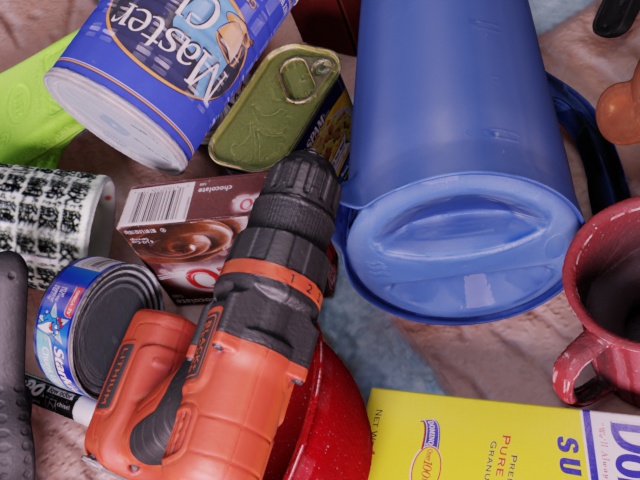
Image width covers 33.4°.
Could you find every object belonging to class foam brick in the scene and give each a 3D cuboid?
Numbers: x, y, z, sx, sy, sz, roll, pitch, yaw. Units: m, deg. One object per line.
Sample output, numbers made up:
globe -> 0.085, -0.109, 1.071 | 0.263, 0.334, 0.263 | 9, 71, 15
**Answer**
foam brick -> 0.010, -0.183, 0.774 | 0.051, 0.078, 0.053 | 18, 61, 31

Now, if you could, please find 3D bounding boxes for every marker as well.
marker -> -0.186, 0.095, 0.686 | 0.121, 0.020, 0.020 | 14, 62, 28

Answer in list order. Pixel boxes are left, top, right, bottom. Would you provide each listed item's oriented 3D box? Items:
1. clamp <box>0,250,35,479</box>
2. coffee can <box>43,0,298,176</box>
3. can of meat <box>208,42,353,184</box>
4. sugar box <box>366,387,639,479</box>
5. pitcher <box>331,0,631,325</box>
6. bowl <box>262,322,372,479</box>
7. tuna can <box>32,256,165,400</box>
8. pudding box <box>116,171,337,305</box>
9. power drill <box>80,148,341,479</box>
clamp -> -0.189, 0.090, 0.630 | 0.039, 0.120, 0.171 | -6, 72, -24
coffee can -> -0.092, -0.127, 0.672 | 0.103, 0.102, 0.140 | 24, 75, 33
can of meat -> -0.016, -0.061, 0.692 | 0.058, 0.084, 0.102 | 16, 63, 29
sugar box -> 0.103, 0.130, 0.534 | 0.176, 0.048, 0.093 | 1, 56, 23
pitcher -> 0.090, -0.078, 0.647 | 0.145, 0.149, 0.243 | -20, 46, 25
bowl -> -0.020, 0.121, 0.550 | 0.162, 0.055, 0.162 | -54, 19, 28
tuna can -> -0.135, 0.053, 0.654 | 0.034, 0.086, 0.086 | 12, 61, 29
pudding box -> -0.054, 0.001, 0.658 | 0.114, 0.090, 0.039 | -2, 53, 20
power drill -> -0.060, 0.055, 0.569 | 0.188, 0.057, 0.184 | -34, 33, 59
